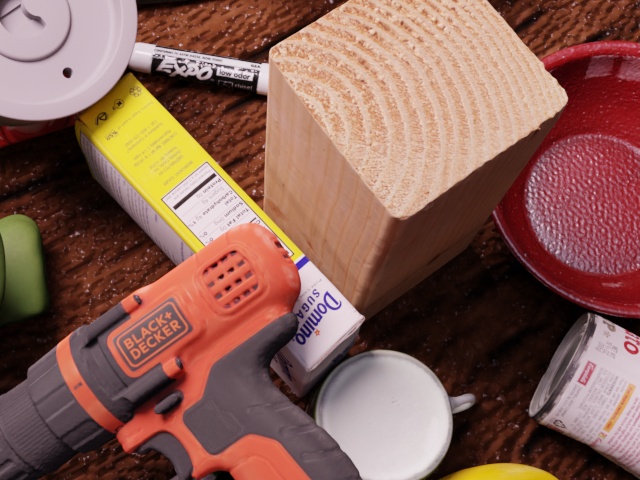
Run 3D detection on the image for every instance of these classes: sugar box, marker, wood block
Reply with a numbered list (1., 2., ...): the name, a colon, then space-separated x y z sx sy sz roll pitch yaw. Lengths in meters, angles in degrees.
1. sugar box: -0.053 0.001 0.565 0.176 0.093 0.048 44 76 8
2. marker: -0.080 -0.104 0.633 0.121 0.020 0.020 10 73 -1
3. wood block: 0.033 -0.036 0.521 0.090 0.206 0.090 -34 78 -13

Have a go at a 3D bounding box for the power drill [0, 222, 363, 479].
1. power drill: -0.053 0.112 0.480 0.184 0.057 0.188 -36 82 7
